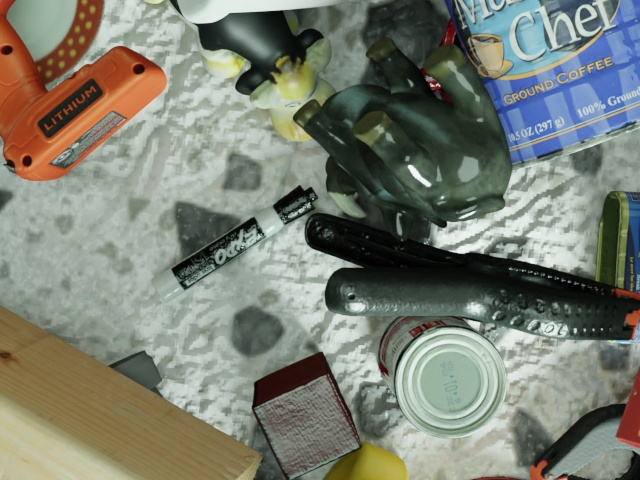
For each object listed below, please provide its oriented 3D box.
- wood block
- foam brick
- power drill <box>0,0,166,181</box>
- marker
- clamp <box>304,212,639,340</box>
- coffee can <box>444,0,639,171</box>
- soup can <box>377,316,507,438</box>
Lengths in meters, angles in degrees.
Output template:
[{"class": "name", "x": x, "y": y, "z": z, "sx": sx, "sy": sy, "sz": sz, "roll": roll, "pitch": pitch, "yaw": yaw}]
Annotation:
[{"class": "wood block", "x": -0.152, "y": 0.127, "z": 0.627, "sx": 0.206, "sy": 0.090, "sz": 0.090, "roll": 27, "pitch": 109, "yaw": 14}, {"class": "foam brick", "x": -0.009, "y": 0.109, "z": 0.671, "sx": 0.051, "sy": 0.078, "sz": 0.053, "roll": -25, "pitch": 95, "yaw": -1}, {"class": "power drill", "x": -0.178, "y": -0.144, "z": 0.639, "sx": 0.184, "sy": 0.057, "sz": 0.188, "roll": -41, "pitch": 84, "yaw": 5}, {"class": "marker", "x": -0.055, "y": 0.001, "z": 0.694, "sx": 0.121, "sy": 0.020, "sz": 0.020, "roll": -32, "pitch": 93, "yaw": 1}, {"class": "clamp", "x": 0.090, "y": 0.029, "z": 0.624, "sx": 0.210, "sy": 0.164, "sz": 0.036, "roll": 13, "pitch": 103, "yaw": 0}, {"class": "coffee can", "x": 0.123, "y": -0.120, "z": 0.567, "sx": 0.103, "sy": 0.103, "sz": 0.140, "roll": -21, "pitch": 93, "yaw": 0}, {"class": "soup can", "x": 0.073, "y": 0.079, "z": 0.659, "sx": 0.068, "sy": 0.102, "sz": 0.068, "roll": 0, "pitch": 92, "yaw": -1}]
